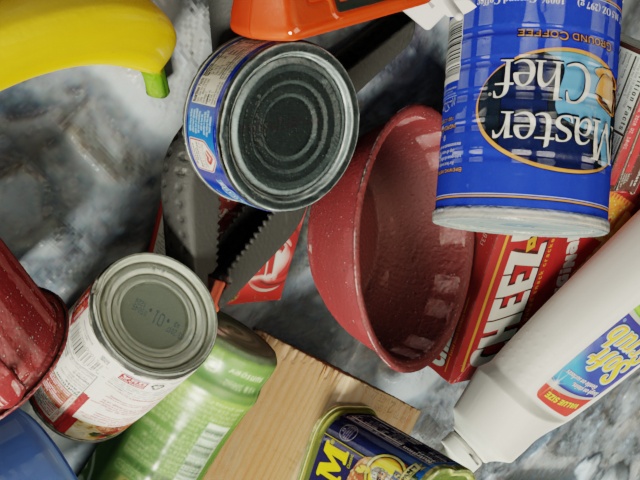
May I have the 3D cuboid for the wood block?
[{"bbox_3d":[-0.034,0.174,0.682,0.090,0.091,0.206,32,84,-47],"label":"wood block"}]

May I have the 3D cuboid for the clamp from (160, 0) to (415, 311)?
[{"bbox_3d":[-0.036,-0.068,0.559,0.164,0.036,0.210,33,79,-45],"label":"clamp"}]

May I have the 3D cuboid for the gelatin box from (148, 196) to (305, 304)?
[{"bbox_3d":[-0.054,0.001,0.619,0.089,0.030,0.073,-2,118,-40],"label":"gelatin box"}]

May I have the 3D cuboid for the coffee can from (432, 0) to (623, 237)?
[{"bbox_3d":[0.122,-0.076,0.631,0.102,0.103,0.140,8,85,-44],"label":"coffee can"}]

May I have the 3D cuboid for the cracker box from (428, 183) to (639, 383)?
[{"bbox_3d":[0.174,0.009,0.795,0.213,0.072,0.164,-7,121,-38],"label":"cracker box"}]

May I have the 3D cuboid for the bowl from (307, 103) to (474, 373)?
[{"bbox_3d":[0.038,-0.002,0.653,0.161,0.055,0.162,-9,100,-59],"label":"bowl"}]

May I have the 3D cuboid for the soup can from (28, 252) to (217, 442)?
[{"bbox_3d":[-0.104,0.057,0.549,0.068,0.068,0.102,-9,160,-37],"label":"soup can"}]

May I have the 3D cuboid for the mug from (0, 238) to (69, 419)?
[{"bbox_3d":[-0.169,0.034,0.479,0.093,0.117,0.081,-38,132,-14],"label":"mug"}]

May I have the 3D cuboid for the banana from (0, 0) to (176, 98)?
[{"bbox_3d":[-0.124,-0.077,0.462,0.197,0.037,0.070,-22,131,-50],"label":"banana"}]

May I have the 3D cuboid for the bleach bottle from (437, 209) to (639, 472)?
[{"bbox_3d":[0.184,0.077,0.754,0.251,0.068,0.102,-42,137,-5],"label":"bleach bottle"}]

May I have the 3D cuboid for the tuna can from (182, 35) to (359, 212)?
[{"bbox_3d":[-0.023,-0.058,0.525,0.085,0.034,0.086,-11,110,-35],"label":"tuna can"}]

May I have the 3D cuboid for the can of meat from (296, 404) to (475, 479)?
[{"bbox_3d":[0.032,0.157,0.611,0.057,0.084,0.102,11,99,-47],"label":"can of meat"}]
